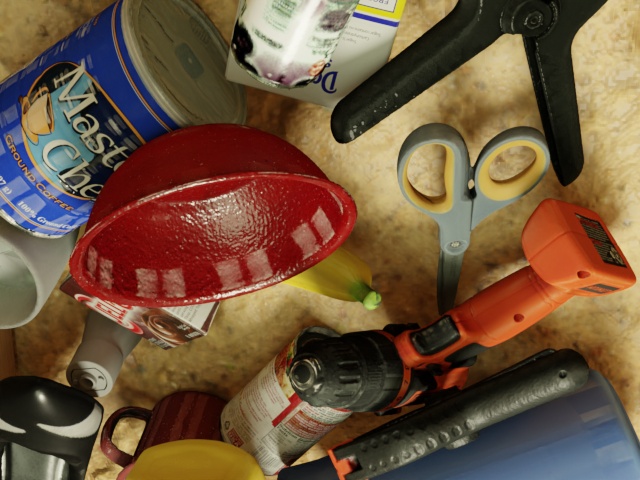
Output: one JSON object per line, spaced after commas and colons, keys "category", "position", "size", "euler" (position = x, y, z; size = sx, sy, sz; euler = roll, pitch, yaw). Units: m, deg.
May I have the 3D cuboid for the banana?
{"category": "banana", "position": [-0.047, 0.004, 0.704], "size": [0.198, 0.069, 0.037], "euler": [15, 88, 13]}

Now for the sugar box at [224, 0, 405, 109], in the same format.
{"category": "sugar box", "position": [0.008, -0.161, 0.591], "size": [0.093, 0.048, 0.176], "euler": [16, 129, -2]}

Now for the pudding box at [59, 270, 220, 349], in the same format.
{"category": "pudding box", "position": [-0.122, 0.034, 0.721], "size": [0.090, 0.039, 0.114], "euler": [31, 158, -14]}

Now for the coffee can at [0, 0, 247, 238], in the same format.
{"category": "coffee can", "position": [-0.129, -0.075, 0.640], "size": [0.140, 0.102, 0.102], "euler": [-27, 116, 26]}

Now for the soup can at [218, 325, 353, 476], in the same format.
{"category": "soup can", "position": [-0.020, 0.118, 0.775], "size": [0.068, 0.068, 0.102], "euler": [35, 124, -14]}

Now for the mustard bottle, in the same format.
{"category": "mustard bottle", "position": [-0.062, 0.228, 0.762], "size": [0.096, 0.058, 0.191], "euler": [-3, 124, 24]}

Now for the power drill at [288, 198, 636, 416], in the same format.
{"category": "power drill", "position": [0.088, 0.047, 0.659], "size": [0.188, 0.184, 0.057], "euler": [-35, 70, 26]}

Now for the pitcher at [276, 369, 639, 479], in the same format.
{"category": "pitcher", "position": [0.102, 0.181, 0.748], "size": [0.243, 0.149, 0.145], "euler": [-22, 123, 7]}

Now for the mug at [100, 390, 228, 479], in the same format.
{"category": "mug", "position": [-0.112, 0.165, 0.816], "size": [0.117, 0.081, 0.093], "euler": [26, 125, -8]}

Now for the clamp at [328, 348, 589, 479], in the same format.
{"category": "clamp", "position": [0.088, 0.107, 0.659], "size": [0.171, 0.120, 0.039], "euler": [-26, 76, -5]}

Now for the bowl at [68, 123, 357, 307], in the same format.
{"category": "bowl", "position": [-0.063, -0.019, 0.601], "size": [0.162, 0.055, 0.162], "euler": [-12, 157, -5]}

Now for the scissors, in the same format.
{"category": "scissors", "position": [0.100, -0.010, 0.660], "size": [0.096, 0.016, 0.201], "euler": [-14, 145, 11]}

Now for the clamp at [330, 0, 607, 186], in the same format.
{"category": "clamp", "position": [0.118, -0.122, 0.591], "size": [0.164, 0.036, 0.210], "euler": [15, 120, -25]}
